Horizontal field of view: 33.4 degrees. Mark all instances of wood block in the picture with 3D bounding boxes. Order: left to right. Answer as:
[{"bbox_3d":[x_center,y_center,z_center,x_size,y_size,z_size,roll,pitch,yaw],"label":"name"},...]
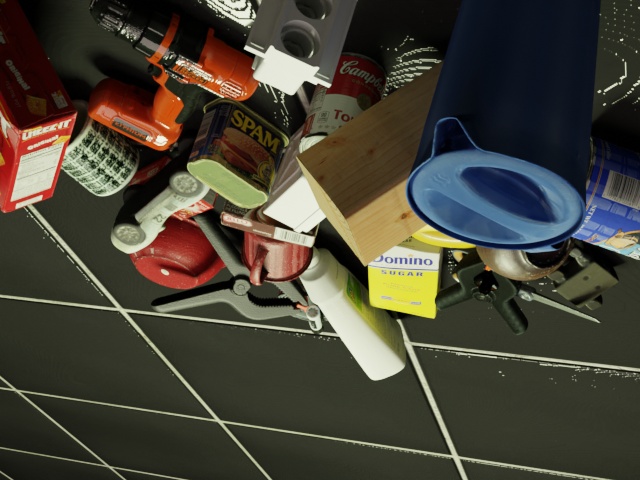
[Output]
[{"bbox_3d":[0.095,-0.082,0.983,0.090,0.206,0.090,53,174,34],"label":"wood block"}]

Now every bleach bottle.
[{"bbox_3d":[0.035,0.085,1.461,0.068,0.102,0.250,-25,131,14],"label":"bleach bottle"}]

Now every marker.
[{"bbox_3d":[-0.007,0.112,1.497,0.020,0.020,0.121,12,165,6],"label":"marker"}]

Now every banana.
[{"bbox_3d":[0.175,-0.018,1.243,0.198,0.037,0.069,2,150,24],"label":"banana"}]

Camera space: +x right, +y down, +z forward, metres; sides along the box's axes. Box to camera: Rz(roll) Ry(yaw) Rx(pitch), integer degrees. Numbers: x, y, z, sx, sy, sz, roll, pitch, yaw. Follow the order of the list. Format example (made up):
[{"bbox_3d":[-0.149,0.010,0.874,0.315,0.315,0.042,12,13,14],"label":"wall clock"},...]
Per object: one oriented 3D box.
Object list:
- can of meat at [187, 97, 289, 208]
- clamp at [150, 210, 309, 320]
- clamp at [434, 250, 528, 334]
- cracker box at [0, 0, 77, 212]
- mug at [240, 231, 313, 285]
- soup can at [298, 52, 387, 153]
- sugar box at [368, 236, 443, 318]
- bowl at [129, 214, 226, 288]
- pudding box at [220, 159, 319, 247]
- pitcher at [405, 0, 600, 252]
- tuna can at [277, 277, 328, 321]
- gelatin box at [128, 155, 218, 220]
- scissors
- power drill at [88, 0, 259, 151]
[{"bbox_3d":[-0.093,-0.096,1.188,0.102,0.084,0.058,34,147,-31],"label":"can of meat"},{"bbox_3d":[-0.118,0.062,1.456,0.209,0.036,0.165,26,112,-17],"label":"clamp"},{"bbox_3d":[0.192,0.056,1.298,0.120,0.039,0.171,8,147,17],"label":"clamp"},{"bbox_3d":[-0.341,-0.146,1.147,0.164,0.072,0.214,60,152,9],"label":"cracker box"},{"bbox_3d":[-0.059,0.002,1.323,0.093,0.117,0.081,23,149,12],"label":"mug"},{"bbox_3d":[0.022,-0.125,1.055,0.068,0.102,0.068,13,152,7],"label":"soup can"},{"bbox_3d":[0.109,0.037,1.370,0.093,0.048,0.176,10,153,11],"label":"sugar box"},{"bbox_3d":[-0.208,0.023,1.500,0.162,0.055,0.162,13,152,7],"label":"bowl"},{"bbox_3d":[-0.051,-0.049,1.247,0.113,0.090,0.039,16,154,-2],"label":"pudding box"},{"bbox_3d":[0.159,-0.118,0.844,0.145,0.242,0.149,17,153,-2],"label":"pitcher"},{"bbox_3d":[-0.018,0.083,1.533,0.086,0.033,0.086,12,152,6],"label":"tuna can"},{"bbox_3d":[-0.186,-0.065,1.353,0.089,0.030,0.073,33,148,-30],"label":"gelatin box"},{"bbox_3d":[0.240,0.050,1.302,0.202,0.016,0.096,13,148,42],"label":"scissors"},{"bbox_3d":[-0.178,-0.173,1.117,0.184,0.057,0.188,27,151,-21],"label":"power drill"}]
